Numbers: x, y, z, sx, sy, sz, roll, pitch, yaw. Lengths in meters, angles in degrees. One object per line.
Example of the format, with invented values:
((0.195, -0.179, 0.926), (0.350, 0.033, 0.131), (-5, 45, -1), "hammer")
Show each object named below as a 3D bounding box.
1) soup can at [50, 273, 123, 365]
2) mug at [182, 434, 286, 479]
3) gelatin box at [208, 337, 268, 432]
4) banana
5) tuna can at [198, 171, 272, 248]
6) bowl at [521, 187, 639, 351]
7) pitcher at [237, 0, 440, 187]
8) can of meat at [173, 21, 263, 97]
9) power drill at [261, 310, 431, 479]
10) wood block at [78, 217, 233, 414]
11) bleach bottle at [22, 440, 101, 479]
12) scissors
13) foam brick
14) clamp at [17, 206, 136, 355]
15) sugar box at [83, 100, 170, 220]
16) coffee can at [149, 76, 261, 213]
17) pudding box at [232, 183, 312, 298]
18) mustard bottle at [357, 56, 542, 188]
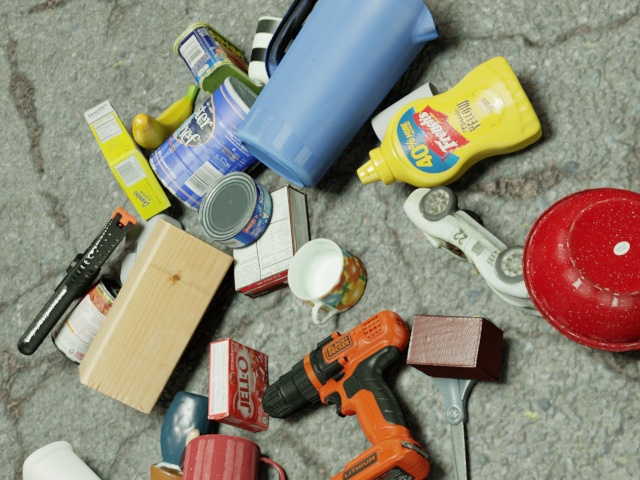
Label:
((-0.283, 0.102, 1.350), (0.102, 0.068, 0.069), (-46, 51, 11), "soup can")
((-0.095, 0.258, 1.140), (0.117, 0.093, 0.081), (2, 63, 4), "mug")
((-0.090, 0.161, 1.179), (0.030, 0.073, 0.089), (-17, 61, 30), "gelatin box")
((-0.203, -0.149, 1.361), (0.037, 0.197, 0.070), (11, 112, 7), "banana")
((-0.099, -0.035, 1.244), (0.086, 0.033, 0.086), (-17, 60, 31), "tuna can")
((0.264, 0.015, 0.953), (0.162, 0.055, 0.162), (-2, 67, 5), "bowl")
((0.007, -0.189, 1.205), (0.243, 0.145, 0.149), (-55, 14, -5), "pitcher")
((-0.127, -0.217, 1.354), (0.057, 0.102, 0.084), (-42, 54, 14), "can of meat")
((0.025, 0.180, 1.081), (0.185, 0.057, 0.188), (-36, 44, 20), "power drill")
((-0.195, 0.087, 1.257), (0.206, 0.090, 0.090), (-62, 15, -2), "wood block")
((-0.242, 0.330, 1.206), (0.251, 0.067, 0.102), (27, 126, 39), "bleach bottle")
((0.148, 0.157, 1.046), (0.096, 0.016, 0.202), (-31, 55, 22), "scissors")
((0.131, 0.104, 1.036), (0.078, 0.053, 0.051), (0, 69, 34), "foam brick")
((-0.300, 0.037, 1.350), (0.210, 0.036, 0.164), (-50, 12, 15), "clamp")
((-0.251, -0.105, 1.369), (0.048, 0.093, 0.176), (-32, 34, -8), "sugar box")
((-0.124, -0.115, 1.306), (0.140, 0.102, 0.103), (-43, 52, 13), "coffee can")
((-0.058, 0.002, 1.249), (0.090, 0.039, 0.113), (-21, 61, 28), "pudding box")
((0.127, -0.109, 1.120), (0.192, 0.058, 0.096), (-27, 76, 9), "mustard bottle")
